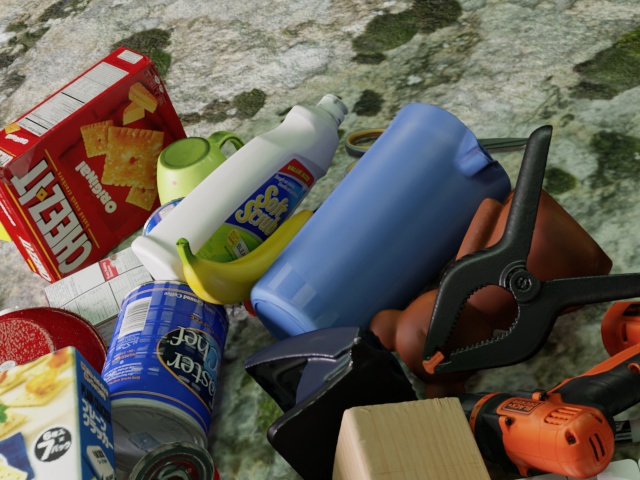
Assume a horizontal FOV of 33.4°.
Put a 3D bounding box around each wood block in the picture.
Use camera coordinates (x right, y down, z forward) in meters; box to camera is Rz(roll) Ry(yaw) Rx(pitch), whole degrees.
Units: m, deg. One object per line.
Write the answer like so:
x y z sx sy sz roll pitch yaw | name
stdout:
0.077 0.218 0.731 0.090 0.090 0.206 -4 42 -13 | wood block

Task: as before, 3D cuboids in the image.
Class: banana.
-0.062 0.019 0.971 0.037 0.070 0.197 22 21 27 | banana

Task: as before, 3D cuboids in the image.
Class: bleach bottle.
-0.063 -0.050 1.025 0.068 0.102 0.250 27 69 37 | bleach bottle

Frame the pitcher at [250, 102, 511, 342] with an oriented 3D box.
0.048 0.002 0.976 0.145 0.149 0.242 32 68 31 | pitcher

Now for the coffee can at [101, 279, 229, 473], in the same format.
-0.140 0.119 0.932 0.103 0.103 0.140 -7 42 13 | coffee can

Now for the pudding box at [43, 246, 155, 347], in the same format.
-0.214 0.062 1.072 0.113 0.039 0.090 -27 44 -5 | pudding box

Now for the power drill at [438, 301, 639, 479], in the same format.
0.194 0.112 0.817 0.187 0.057 0.185 -30 14 -25 | power drill

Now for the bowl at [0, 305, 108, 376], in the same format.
-0.277 0.123 0.980 0.162 0.055 0.162 -4 61 7 | bowl

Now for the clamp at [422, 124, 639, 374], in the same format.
0.168 0.037 0.830 0.164 0.036 0.210 41 92 11 | clamp

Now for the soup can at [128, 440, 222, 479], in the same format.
-0.099 0.211 0.818 0.068 0.102 0.068 -11 42 9 | soup can

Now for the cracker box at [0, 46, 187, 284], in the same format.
-0.243 -0.078 1.139 0.072 0.164 0.213 25 57 41 | cracker box

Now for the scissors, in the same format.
0.110 -0.085 1.126 0.202 0.016 0.096 9 50 28 | scissors
